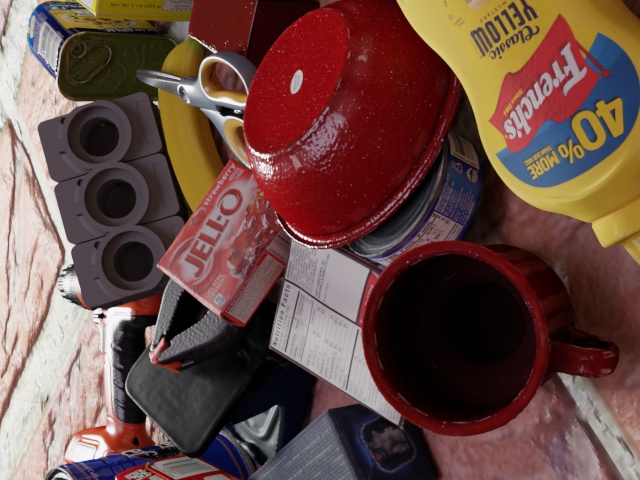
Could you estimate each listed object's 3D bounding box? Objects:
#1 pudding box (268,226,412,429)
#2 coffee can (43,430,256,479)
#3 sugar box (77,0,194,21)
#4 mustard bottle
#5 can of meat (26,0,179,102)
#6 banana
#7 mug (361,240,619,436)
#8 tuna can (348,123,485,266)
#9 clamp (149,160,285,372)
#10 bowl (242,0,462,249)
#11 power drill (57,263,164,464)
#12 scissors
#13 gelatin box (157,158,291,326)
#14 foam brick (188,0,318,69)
[{"bbox_3d":[0.026,0.047,0.647,0.114,0.039,0.090,29,120,33],"label":"pudding box"},{"bbox_3d":[-0.129,0.209,0.819,0.103,0.140,0.103,12,105,53],"label":"coffee can"},{"bbox_3d":[-0.170,-0.222,0.847,0.176,0.093,0.048,42,127,42],"label":"sugar box"},{"bbox_3d":[0.112,-0.072,0.494,0.096,0.058,0.191,-34,81,38],"label":"mustard bottle"},{"bbox_3d":[-0.177,-0.155,0.862,0.084,0.101,0.057,45,129,44],"label":"can of meat"},{"bbox_3d":[-0.088,-0.069,0.806,0.070,0.037,0.198,-34,68,53],"label":"banana"},{"bbox_3d":[0.090,0.046,0.531,0.117,0.081,0.093,9,97,26],"label":"mug"},{"bbox_3d":[0.051,-0.025,0.596,0.086,0.033,0.086,-38,39,39],"label":"tuna can"},{"bbox_3d":[-0.061,0.012,0.734,0.171,0.039,0.120,-45,42,9],"label":"clamp"},{"bbox_3d":[0.005,-0.079,0.607,0.162,0.055,0.162,-31,47,39],"label":"bowl"},{"bbox_3d":[-0.188,0.106,0.940,0.185,0.057,0.187,-3,86,57],"label":"power drill"},{"bbox_3d":[-0.079,-0.089,0.754,0.202,0.016,0.096,3,122,64],"label":"scissors"},{"bbox_3d":[-0.055,0.001,0.688,0.073,0.030,0.089,33,87,40],"label":"gelatin box"},{"bbox_3d":[-0.046,-0.150,0.724,0.078,0.051,0.053,42,126,42],"label":"foam brick"}]
